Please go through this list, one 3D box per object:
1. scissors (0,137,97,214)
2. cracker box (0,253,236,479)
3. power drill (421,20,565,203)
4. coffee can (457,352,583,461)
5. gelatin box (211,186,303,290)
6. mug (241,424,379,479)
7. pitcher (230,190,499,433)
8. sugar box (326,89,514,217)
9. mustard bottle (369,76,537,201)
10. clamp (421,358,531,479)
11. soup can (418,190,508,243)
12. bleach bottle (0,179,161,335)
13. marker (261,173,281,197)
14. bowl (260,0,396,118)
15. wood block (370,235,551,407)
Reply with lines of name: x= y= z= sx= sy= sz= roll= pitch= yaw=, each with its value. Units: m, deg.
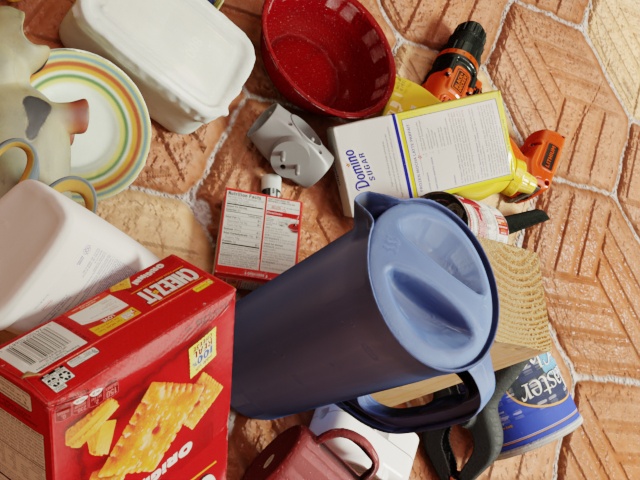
scissors: x=-0.219 y=0.029 z=0.766 sx=0.096 sy=0.016 sz=0.202 roll=9 pitch=93 yaw=-26
cracker box: x=-0.136 y=0.139 z=0.727 sx=0.163 sy=0.072 sz=0.214 roll=-31 pitch=137 yaw=-44
power drill: x=0.200 y=-0.147 z=1.243 sx=0.187 sy=0.057 sz=0.184 roll=39 pitch=54 yaw=-17
coffee can: x=0.186 y=0.135 z=1.066 sx=0.102 sy=0.103 sz=0.140 roll=-18 pitch=83 yaw=-44
gelatin box: x=-0.056 y=0.001 z=0.958 sx=0.073 sy=0.030 sz=0.089 roll=9 pitch=61 yaw=-9
mug: x=-0.005 y=0.199 z=0.872 sx=0.081 sy=0.117 sz=0.093 roll=45 pitch=17 yaw=-9
pitcher: x=0.020 y=0.077 z=0.855 sx=0.144 sy=0.243 sz=0.149 roll=19 pitch=59 yaw=-33
sugar box: x=0.100 y=-0.087 z=1.067 sx=0.176 sy=0.048 sz=0.093 roll=-13 pitch=96 yaw=-7
mustard bottle: x=0.143 y=-0.094 z=1.130 sx=0.191 sy=0.058 sz=0.096 roll=22 pitch=71 yaw=-12
clamp: x=0.129 y=0.154 z=1.018 sx=0.039 sy=0.120 sz=0.171 roll=1 pitch=105 yaw=-59
soup can: x=0.137 y=-0.010 z=1.054 sx=0.102 sy=0.069 sz=0.068 roll=8 pitch=64 yaw=-57
bleach bottle: x=-0.158 y=0.047 z=0.783 sx=0.068 sy=0.102 sz=0.250 roll=37 pitch=-4 yaw=28
marker: x=-0.047 y=-0.005 z=0.993 sx=0.020 sy=0.020 sz=0.121 roll=18 pitch=60 yaw=-34
bowl: x=-0.003 y=-0.184 z=1.083 sx=0.161 sy=0.055 sz=0.162 roll=17 pitch=59 yaw=-29
wood block: x=0.092 y=0.077 z=0.941 sx=0.090 sy=0.207 sz=0.091 roll=14 pitch=62 yaw=-36
